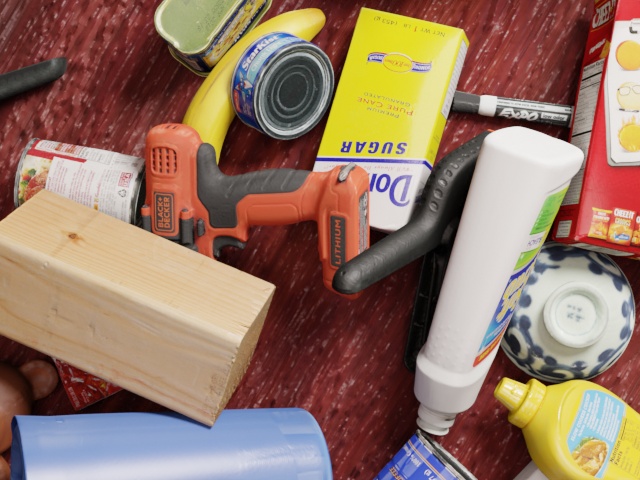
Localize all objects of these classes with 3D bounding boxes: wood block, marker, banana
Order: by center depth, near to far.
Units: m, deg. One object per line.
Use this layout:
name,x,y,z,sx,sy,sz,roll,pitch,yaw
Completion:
wood block,-0.152,0.050,0.835,0.206,0.090,0.090,23,120,6
banana,-0.069,-0.124,0.908,0.037,0.069,0.198,33,92,42
marker,0.167,-0.112,0.911,0.121,0.020,0.020,8,89,3

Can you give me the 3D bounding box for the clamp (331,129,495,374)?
clamp,0.100,0.003,0.878,0.036,0.164,0.210,23,67,37

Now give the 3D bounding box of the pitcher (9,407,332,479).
pitcher,-0.115,0.197,0.822,0.242,0.145,0.149,-2,60,-21

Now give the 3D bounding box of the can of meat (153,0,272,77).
can of meat,-0.089,-0.194,0.892,0.057,0.084,0.102,38,90,3

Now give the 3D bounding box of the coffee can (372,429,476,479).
coffee can,0.070,0.240,0.864,0.103,0.103,0.140,42,90,3

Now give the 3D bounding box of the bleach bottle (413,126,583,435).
bleach bottle,0.130,0.039,0.852,0.068,0.102,0.251,25,111,22

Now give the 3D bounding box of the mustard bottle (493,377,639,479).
mustard bottle,0.228,0.169,0.869,0.191,0.058,0.096,31,53,2

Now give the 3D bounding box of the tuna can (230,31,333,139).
tuna can,-0.031,-0.128,0.886,0.034,0.086,0.086,33,90,43

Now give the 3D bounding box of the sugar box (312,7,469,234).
sugar box,0.055,-0.098,0.896,0.093,0.048,0.176,15,86,16

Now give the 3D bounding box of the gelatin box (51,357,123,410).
gelatin box,-0.193,0.089,0.910,0.073,0.030,0.089,-26,88,-9

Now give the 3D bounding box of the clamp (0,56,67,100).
clamp,-0.302,-0.128,0.923,0.120,0.039,0.171,33,96,7

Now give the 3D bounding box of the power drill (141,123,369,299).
power drill,-0.056,0.001,0.869,0.188,0.057,0.184,5,110,12

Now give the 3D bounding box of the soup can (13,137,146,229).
soup can,-0.197,-0.044,0.901,0.102,0.068,0.068,11,89,2
